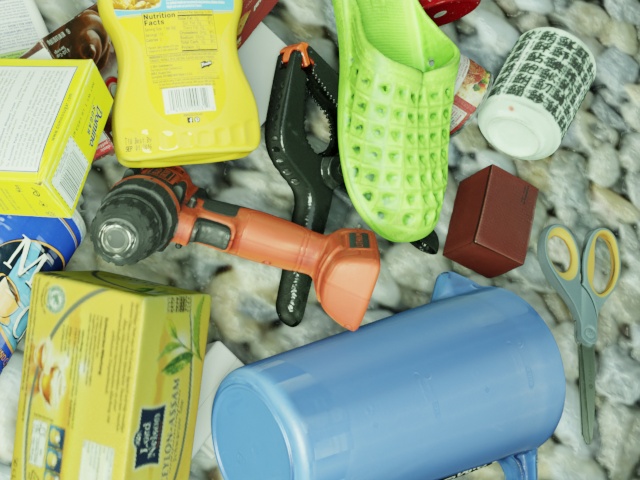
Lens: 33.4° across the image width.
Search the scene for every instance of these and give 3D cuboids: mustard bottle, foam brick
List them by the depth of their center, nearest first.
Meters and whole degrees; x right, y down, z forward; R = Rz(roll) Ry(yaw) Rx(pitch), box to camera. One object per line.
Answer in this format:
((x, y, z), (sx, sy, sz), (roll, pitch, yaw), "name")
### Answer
((-0.099, -0.148, 0.712), (0.096, 0.058, 0.191), (-7, 87, -15), "mustard bottle")
((0.146, -0.015, 0.915), (0.053, 0.051, 0.078), (26, 64, -19), "foam brick")

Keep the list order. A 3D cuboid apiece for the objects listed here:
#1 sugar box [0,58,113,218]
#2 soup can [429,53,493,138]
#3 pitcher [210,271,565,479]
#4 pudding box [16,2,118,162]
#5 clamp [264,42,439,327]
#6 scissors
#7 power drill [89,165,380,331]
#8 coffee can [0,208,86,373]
((-0.224, -0.065, 0.649), (0.176, 0.048, 0.093), (3, 58, 17), "sugar box")
((0.087, -0.143, 0.918), (0.102, 0.069, 0.068), (31, 62, -15), "soup can")
((0.052, 0.126, 0.752), (0.242, 0.149, 0.145), (-11, 124, -38), "pitcher")
((-0.153, -0.115, 0.752), (0.090, 0.039, 0.113), (56, 34, -16), "pudding box")
((0.016, -0.053, 0.843), (0.164, 0.036, 0.210), (-17, 101, -34), "clamp")
((0.221, 0.069, 0.946), (0.096, 0.016, 0.201), (27, 63, -15), "scissors")
((-0.055, 0.001, 0.722), (0.187, 0.184, 0.057), (20, 104, -3), "power drill")
((-0.228, 0.027, 0.680), (0.102, 0.103, 0.140), (33, 62, -14), "coffee can")
